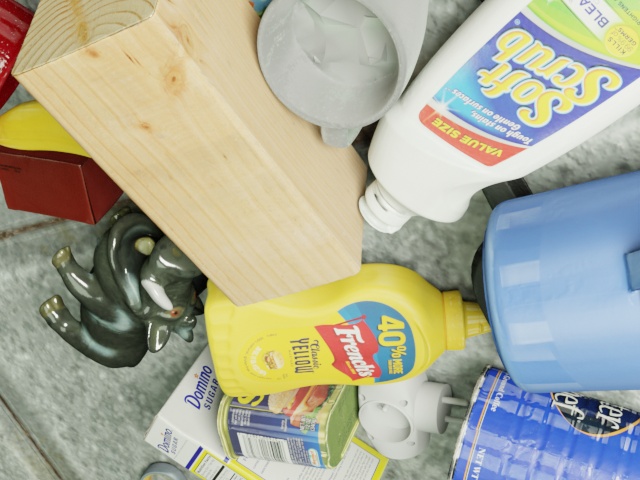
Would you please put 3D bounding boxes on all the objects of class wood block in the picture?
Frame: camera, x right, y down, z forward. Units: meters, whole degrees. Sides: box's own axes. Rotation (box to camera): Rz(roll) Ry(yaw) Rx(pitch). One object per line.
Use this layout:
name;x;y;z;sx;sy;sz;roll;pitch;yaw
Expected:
wood block;-0.061;-0.063;0.596;0.090;0.090;0.206;-16;135;25

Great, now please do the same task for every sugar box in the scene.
sugar box;-0.042;0.166;0.845;0.176;0.093;0.048;32;133;3

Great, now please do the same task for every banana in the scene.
banana;-0.136;-0.054;0.700;0.198;0.037;0.070;30;108;17

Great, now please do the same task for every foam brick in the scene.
foam brick;-0.190;-0.052;0.783;0.078;0.051;0.053;11;128;20

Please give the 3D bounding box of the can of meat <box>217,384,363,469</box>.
can of meat;-0.016;0.119;0.791;0.084;0.102;0.057;4;126;22

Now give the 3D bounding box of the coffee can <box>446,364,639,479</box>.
coffee can;0.166;0.153;0.721;0.140;0.102;0.103;16;130;16

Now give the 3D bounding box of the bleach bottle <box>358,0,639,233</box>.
bleach bottle;0.115;-0.082;0.569;0.102;0.068;0.251;43;124;-4

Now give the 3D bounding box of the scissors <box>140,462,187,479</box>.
scissors;-0.176;0.261;1.037;0.202;0.016;0.096;-17;117;34

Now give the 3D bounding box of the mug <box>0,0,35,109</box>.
mug;-0.242;-0.133;0.729;0.081;0.093;0.117;31;167;-10

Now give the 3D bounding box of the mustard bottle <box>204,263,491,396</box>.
mustard bottle;0.022;0.060;0.730;0.191;0.058;0.096;-5;128;3
